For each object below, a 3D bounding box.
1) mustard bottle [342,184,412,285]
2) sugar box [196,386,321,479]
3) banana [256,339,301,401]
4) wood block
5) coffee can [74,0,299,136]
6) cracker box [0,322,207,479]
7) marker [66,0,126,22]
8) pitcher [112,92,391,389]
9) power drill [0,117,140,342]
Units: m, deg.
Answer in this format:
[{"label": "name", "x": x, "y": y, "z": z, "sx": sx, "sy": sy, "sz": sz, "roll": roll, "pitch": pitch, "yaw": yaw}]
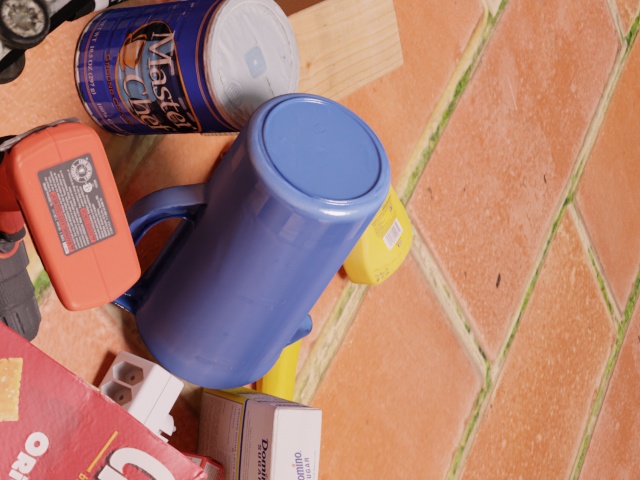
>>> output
[{"label": "mustard bottle", "x": 0.032, "y": -0.054, "z": 1.071, "sx": 0.096, "sy": 0.058, "sz": 0.191, "roll": -53, "pitch": 132, "yaw": -36}, {"label": "sugar box", "x": -0.054, "y": 0.172, "z": 0.873, "sx": 0.048, "sy": 0.176, "sz": 0.093, "roll": 5, "pitch": 87, "yaw": -26}, {"label": "banana", "x": -0.029, "y": 0.097, "z": 1.016, "sx": 0.069, "sy": 0.037, "sz": 0.197, "roll": 35, "pitch": 65, "yaw": -48}, {"label": "wood block", "x": -0.020, "y": -0.169, "z": 0.966, "sx": 0.205, "sy": 0.091, "sz": 0.090, "roll": -36, "pitch": 120, "yaw": -47}, {"label": "coffee can", "x": -0.102, "y": -0.132, "z": 0.814, "sx": 0.102, "sy": 0.141, "sz": 0.103, "roll": -5, "pitch": 96, "yaw": -53}, {"label": "cracker box", "x": -0.201, "y": 0.144, "z": 0.635, "sx": 0.213, "sy": 0.072, "sz": 0.164, "roll": 37, "pitch": 72, "yaw": -4}, {"label": "marker", "x": -0.159, "y": -0.194, "z": 0.835, "sx": 0.120, "sy": 0.020, "sz": 0.020, "roll": -38, "pitch": 121, "yaw": -46}, {"label": "pitcher", "x": -0.055, "y": 0.001, "z": 0.797, "sx": 0.149, "sy": 0.243, "sz": 0.145, "roll": -32, "pitch": 76, "yaw": -40}, {"label": "power drill", "x": -0.189, "y": -0.005, "z": 0.668, "sx": 0.057, "sy": 0.188, "sz": 0.184, "roll": -30, "pitch": 113, "yaw": -36}]
